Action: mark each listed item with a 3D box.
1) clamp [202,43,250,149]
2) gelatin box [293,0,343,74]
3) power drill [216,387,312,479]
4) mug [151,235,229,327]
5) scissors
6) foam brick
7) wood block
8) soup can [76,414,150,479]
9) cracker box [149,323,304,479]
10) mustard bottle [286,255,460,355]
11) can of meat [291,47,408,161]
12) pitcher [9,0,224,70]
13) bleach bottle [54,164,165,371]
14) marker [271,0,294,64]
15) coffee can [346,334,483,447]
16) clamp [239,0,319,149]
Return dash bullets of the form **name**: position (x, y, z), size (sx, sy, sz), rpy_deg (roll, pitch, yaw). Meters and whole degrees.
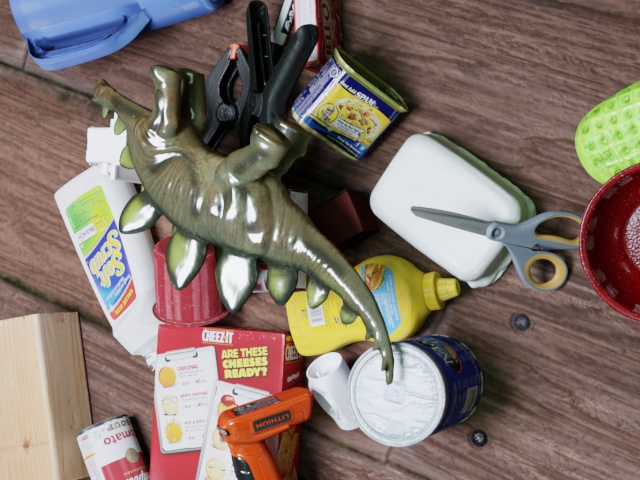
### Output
- **clamp**: position (-0.112, -0.144, 1.260), size (0.120, 0.039, 0.171), rpy_deg (0, 91, 19)
- **gelatin box**: position (-0.001, -0.232, 1.193), size (0.030, 0.073, 0.089), rpy_deg (-5, 87, 24)
- **power drill**: position (-0.025, 0.258, 1.145), size (0.184, 0.057, 0.187), rpy_deg (-15, 95, -16)
- **mug**: position (-0.138, 0.043, 1.228), size (0.117, 0.093, 0.081), rpy_deg (1, 114, 2)
- **scissors**: position (0.179, 0.008, 1.074), size (0.201, 0.016, 0.096), rpy_deg (-2, 111, -16)
- **foam brick**: position (0.017, -0.016, 1.191), size (0.078, 0.052, 0.051), rpy_deg (-30, 77, 21)
- **wood block**: position (-0.350, 0.198, 1.329), size (0.091, 0.090, 0.206), rpy_deg (-11, 84, 22)
- **soup can**: position (-0.247, 0.270, 1.292), size (0.069, 0.068, 0.102), rpy_deg (-28, 77, 21)
- **cracker box**: position (-0.107, 0.206, 1.230), size (0.164, 0.072, 0.214), rpy_deg (3, 88, 22)
- **mustard bottle**: position (0.059, 0.066, 1.166), size (0.192, 0.058, 0.096), rpy_deg (-12, 83, 24)
- **can of meat**: position (0.030, -0.146, 1.166), size (0.084, 0.102, 0.057), rpy_deg (-48, 27, 18)
- **pitcher**: position (-0.239, -0.295, 1.271), size (0.243, 0.144, 0.149), rpy_deg (-8, 100, 21)
- **bleach bottle**: position (-0.233, 0.035, 1.296), size (0.103, 0.068, 0.251), rpy_deg (-29, 79, 25)
- **marker**: position (-0.040, -0.260, 1.241), size (0.020, 0.020, 0.121), rpy_deg (24, 98, 23)
- **coffee can**: position (0.100, 0.151, 1.101), size (0.103, 0.140, 0.103), rpy_deg (-1, 88, 24)
- **clamp**: position (-0.054, -0.153, 1.164), size (0.165, 0.036, 0.210), rpy_deg (-150, 65, -62)
